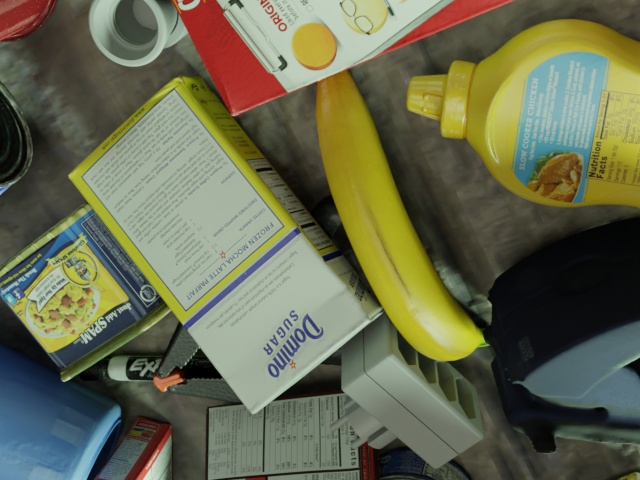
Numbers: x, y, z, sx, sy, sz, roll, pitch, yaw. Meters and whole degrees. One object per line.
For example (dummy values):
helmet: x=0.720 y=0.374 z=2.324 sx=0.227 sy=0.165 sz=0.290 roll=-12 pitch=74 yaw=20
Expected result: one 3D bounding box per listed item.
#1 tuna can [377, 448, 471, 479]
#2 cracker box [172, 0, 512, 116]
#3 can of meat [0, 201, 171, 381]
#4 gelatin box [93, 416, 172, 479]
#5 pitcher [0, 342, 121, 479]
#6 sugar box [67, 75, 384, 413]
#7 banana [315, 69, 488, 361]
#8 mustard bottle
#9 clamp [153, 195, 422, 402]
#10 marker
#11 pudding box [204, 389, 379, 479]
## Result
tuna can: x=0.062 y=0.180 z=0.706 sx=0.086 sy=0.033 sz=0.086 roll=7 pitch=117 yaw=13
cracker box: x=0.018 y=-0.178 z=0.519 sx=0.214 sy=0.072 sz=0.164 roll=-19 pitch=109 yaw=25
can of meat: x=-0.150 y=0.028 z=0.681 sx=0.102 sy=0.057 sz=0.084 roll=-32 pitch=101 yaw=27
gelatin box: x=-0.130 y=0.180 z=0.741 sx=0.030 sy=0.073 sz=0.089 roll=11 pitch=119 yaw=12
pitcher: x=-0.263 y=0.111 z=0.709 sx=0.243 sy=0.149 sz=0.145 roll=23 pitch=120 yaw=1
sugar box: x=-0.054 y=0.001 z=0.613 sx=0.093 sy=0.048 sz=0.176 roll=-40 pitch=86 yaw=17
banana: x=0.041 y=-0.003 z=0.600 sx=0.037 sy=0.069 sz=0.198 roll=-23 pitch=108 yaw=21
mustard bottle: x=0.139 y=-0.062 z=0.548 sx=0.192 sy=0.058 sz=0.096 roll=10 pitch=119 yaw=12
clamp: x=-0.021 y=0.060 z=0.662 sx=0.172 sy=0.039 sz=0.120 roll=-32 pitch=99 yaw=19
marker: x=-0.111 y=0.086 z=0.719 sx=0.121 sy=0.020 sz=0.020 roll=-1 pitch=115 yaw=17
pudding box: x=-0.019 y=0.146 z=0.683 sx=0.114 sy=0.090 sz=0.039 roll=-9 pitch=156 yaw=19
